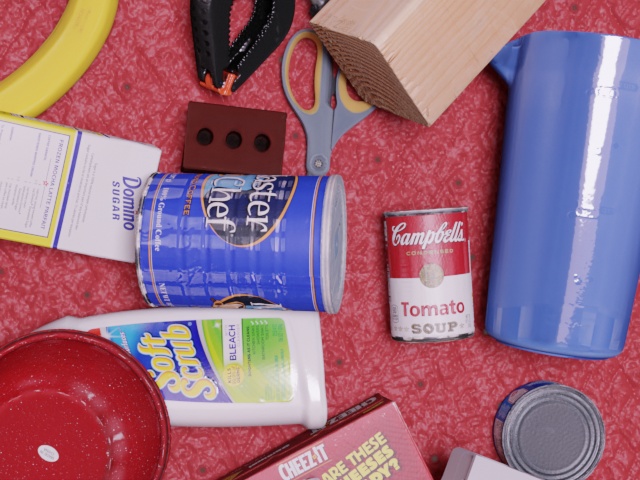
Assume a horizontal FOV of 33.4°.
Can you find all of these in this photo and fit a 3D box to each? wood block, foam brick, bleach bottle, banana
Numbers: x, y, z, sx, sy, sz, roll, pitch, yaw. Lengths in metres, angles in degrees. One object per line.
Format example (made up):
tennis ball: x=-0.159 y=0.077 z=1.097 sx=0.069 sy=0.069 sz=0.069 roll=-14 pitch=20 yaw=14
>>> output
wood block: x=0.104 y=-0.197 z=0.807 sx=0.206 sy=0.090 sz=0.090 roll=-47 pitch=129 yaw=-9
foam brick: x=-0.068 y=-0.076 z=0.832 sx=0.078 sy=0.051 sz=0.053 roll=5 pitch=89 yaw=-6
bleach bottle: x=-0.124 y=0.103 z=0.819 sx=0.250 sy=0.068 sz=0.102 roll=-4 pitch=76 yaw=-5
banana: x=-0.210 y=-0.146 z=0.817 sx=0.069 sy=0.037 sz=0.198 roll=32 pitch=95 yaw=-30

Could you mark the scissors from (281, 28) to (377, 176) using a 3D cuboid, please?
scissors: x=0.016 y=-0.071 z=0.860 sx=0.096 sy=0.016 sz=0.202 roll=-9 pitch=91 yaw=-6

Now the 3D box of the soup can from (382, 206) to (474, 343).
soup can: x=0.086 y=0.026 z=0.842 sx=0.068 sy=0.068 sz=0.102 roll=-4 pitch=91 yaw=-6

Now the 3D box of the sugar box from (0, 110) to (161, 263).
sugar box: x=-0.216 y=-0.045 z=0.798 sx=0.176 sy=0.048 sz=0.093 roll=12 pitch=96 yaw=-24

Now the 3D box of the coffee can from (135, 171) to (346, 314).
coffee can: x=-0.055 y=0.001 z=0.793 sx=0.140 sy=0.102 sz=0.103 roll=2 pitch=90 yaw=8

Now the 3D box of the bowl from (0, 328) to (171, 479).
bowl: x=-0.190 y=0.147 z=0.762 sx=0.162 sy=0.055 sz=0.162 roll=0 pitch=94 yaw=0

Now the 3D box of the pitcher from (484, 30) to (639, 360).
pitcher: x=0.208 y=-0.034 z=0.826 sx=0.144 sy=0.149 sz=0.243 roll=5 pitch=94 yaw=-43

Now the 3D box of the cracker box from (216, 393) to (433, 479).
cracker box: x=0.029 y=0.252 z=0.836 sx=0.164 sy=0.072 sz=0.214 roll=-27 pitch=92 yaw=-7

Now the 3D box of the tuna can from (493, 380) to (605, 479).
tuna can: x=0.185 y=0.158 z=0.870 sx=0.086 sy=0.034 sz=0.086 roll=0 pitch=90 yaw=-6

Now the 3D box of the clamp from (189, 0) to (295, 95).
clamp: x=-0.053 y=-0.216 z=0.809 sx=0.164 sy=0.036 sz=0.210 roll=21 pitch=96 yaw=-47
